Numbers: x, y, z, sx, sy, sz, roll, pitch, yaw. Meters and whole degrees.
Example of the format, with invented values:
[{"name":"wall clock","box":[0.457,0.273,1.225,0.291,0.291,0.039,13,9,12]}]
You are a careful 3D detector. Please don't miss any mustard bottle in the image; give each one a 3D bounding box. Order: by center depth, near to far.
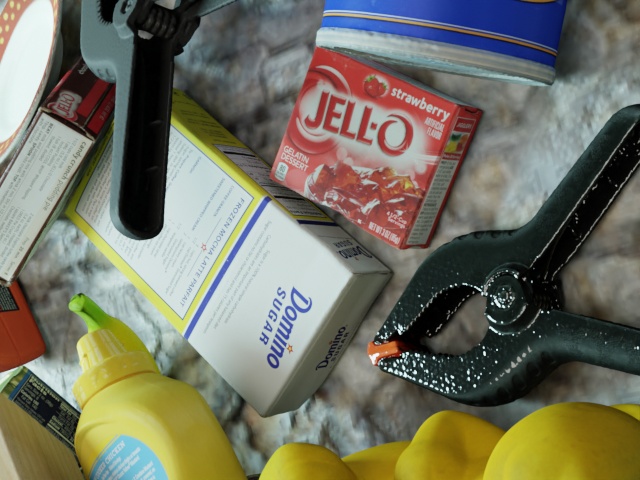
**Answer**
[{"name":"mustard bottle","box":[-0.068,0.125,0.501,0.192,0.058,0.096,59,140,20]}]

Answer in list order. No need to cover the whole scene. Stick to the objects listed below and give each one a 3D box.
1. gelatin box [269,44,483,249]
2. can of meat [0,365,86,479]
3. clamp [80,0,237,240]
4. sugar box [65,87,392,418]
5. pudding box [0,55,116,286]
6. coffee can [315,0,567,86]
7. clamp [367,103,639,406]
[{"name":"gelatin box","box":[0.024,-0.047,0.518,0.089,0.030,0.073,30,108,31]},{"name":"can of meat","box":[-0.176,0.131,0.625,0.084,0.057,0.102,44,121,-13]},{"name":"clamp","box":[-0.086,-0.103,0.542,0.164,0.036,0.210,-61,37,8]},{"name":"sugar box","box":[-0.054,0.001,0.566,0.176,0.048,0.093,41,111,25]},{"name":"pudding box","box":[-0.158,-0.042,0.613,0.039,0.090,0.114,30,115,-11]},{"name":"coffee can","box":[0.060,-0.142,0.446,0.103,0.102,0.140,15,99,34]},{"name":"clamp","box":[0.096,0.033,0.459,0.172,0.039,0.120,-38,51,33]}]
